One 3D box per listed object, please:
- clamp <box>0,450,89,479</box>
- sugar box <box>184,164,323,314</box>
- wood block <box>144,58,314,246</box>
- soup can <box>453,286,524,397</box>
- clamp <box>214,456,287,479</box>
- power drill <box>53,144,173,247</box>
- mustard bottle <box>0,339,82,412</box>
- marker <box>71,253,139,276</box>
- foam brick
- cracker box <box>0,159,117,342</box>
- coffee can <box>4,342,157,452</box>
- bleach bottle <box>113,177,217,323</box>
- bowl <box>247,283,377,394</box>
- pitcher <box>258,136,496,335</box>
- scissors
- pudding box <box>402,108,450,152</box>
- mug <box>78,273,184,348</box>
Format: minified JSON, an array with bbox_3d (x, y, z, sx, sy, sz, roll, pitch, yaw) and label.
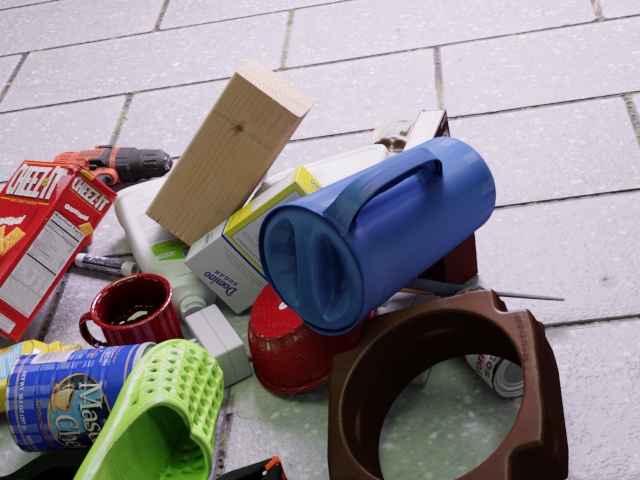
[{"bbox_3d":[-0.300,0.252,1.048,0.209,0.036,0.165,-22,38,-15],"label":"clamp"},{"bbox_3d":[-0.058,0.001,1.190,0.176,0.093,0.048,-33,22,29],"label":"sugar box"},{"bbox_3d":[-0.106,-0.096,1.246,0.091,0.206,0.090,36,22,-2],"label":"wood block"},{"bbox_3d":[0.172,0.101,1.065,0.068,0.068,0.102,-24,38,-14],"label":"soup can"},{"bbox_3d":[-0.091,0.261,0.964,0.171,0.039,0.120,-32,38,-22],"label":"clamp"},{"bbox_3d":[-0.311,-0.065,1.460,0.185,0.057,0.187,-3,35,21],"label":"power drill"},{"bbox_3d":[-0.354,0.155,1.177,0.191,0.058,0.096,-20,22,-8],"label":"mustard bottle"},{"bbox_3d":[-0.283,0.029,1.355,0.121,0.020,0.020,9,42,28],"label":"marker"},{"bbox_3d":[0.138,0.010,1.192,0.051,0.078,0.053,-31,39,-24],"label":"foam brick"},{"bbox_3d":[-0.363,0.005,1.284,0.164,0.072,0.213,9,62,50],"label":"cracker box"},{"bbox_3d":[-0.235,0.161,1.092,0.140,0.103,0.102,-6,37,11],"label":"coffee can"},{"bbox_3d":[-0.185,0.018,1.303,0.102,0.068,0.251,-18,38,-7],"label":"bleach bottle"},{"bbox_3d":[-0.022,0.079,1.122,0.162,0.055,0.162,-26,40,24],"label":"bowl"},{"bbox_3d":[0.069,-0.022,1.050,0.149,0.145,0.242,-1,23,47],"label":"pitcher"},{"bbox_3d":[0.153,0.057,1.152,0.201,0.096,0.016,7,82,0],"label":"scissors"},{"bbox_3d":[0.135,-0.097,1.325,0.039,0.090,0.113,0,38,19],"label":"pudding box"},{"bbox_3d":[-0.211,0.098,1.186,0.117,0.081,0.093,-8,36,8],"label":"mug"}]
